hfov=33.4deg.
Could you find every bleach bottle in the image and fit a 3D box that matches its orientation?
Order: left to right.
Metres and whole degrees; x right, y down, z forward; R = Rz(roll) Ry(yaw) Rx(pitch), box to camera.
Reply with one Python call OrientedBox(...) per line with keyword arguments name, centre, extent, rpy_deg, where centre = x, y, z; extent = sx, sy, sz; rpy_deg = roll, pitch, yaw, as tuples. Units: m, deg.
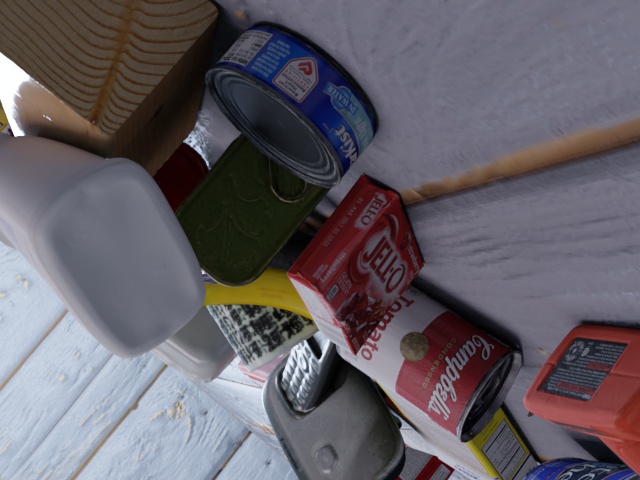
OrientedBox(name="bleach bottle", centre=(-0.159, -0.021, 0.610), extent=(0.251, 0.068, 0.102), rpy_deg=(27, 149, 52))

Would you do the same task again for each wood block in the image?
OrientedBox(name="wood block", centre=(-0.127, -0.092, 0.624), extent=(0.090, 0.090, 0.206), rpy_deg=(39, 166, -2))

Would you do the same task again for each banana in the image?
OrientedBox(name="banana", centre=(-0.004, 0.053, 0.759), extent=(0.197, 0.069, 0.037), rpy_deg=(18, -179, -4))

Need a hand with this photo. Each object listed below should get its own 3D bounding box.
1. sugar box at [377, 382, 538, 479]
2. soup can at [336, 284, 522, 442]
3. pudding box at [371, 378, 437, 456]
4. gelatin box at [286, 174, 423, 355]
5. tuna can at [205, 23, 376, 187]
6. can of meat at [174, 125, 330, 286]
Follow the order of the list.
OrientedBox(name="sugar box", centre=(0.111, 0.145, 0.859), extent=(0.093, 0.048, 0.176), rpy_deg=(28, 165, 40))
OrientedBox(name="soup can", centre=(0.069, 0.074, 0.692), extent=(0.102, 0.068, 0.068), rpy_deg=(33, 165, 25))
OrientedBox(name="pudding box", centre=(0.073, 0.156, 1.001), extent=(0.090, 0.039, 0.114), rpy_deg=(45, 162, -13))
OrientedBox(name="gelatin box", centre=(0.023, 0.016, 0.620), extent=(0.030, 0.073, 0.089), rpy_deg=(30, 163, 28))
OrientedBox(name="tuna can", centre=(-0.014, -0.067, 0.534), extent=(0.086, 0.033, 0.086), rpy_deg=(36, 166, 11))
OrientedBox(name="can of meat", centre=(-0.043, -0.022, 0.613), extent=(0.057, 0.102, 0.084), rpy_deg=(40, 168, -9))
